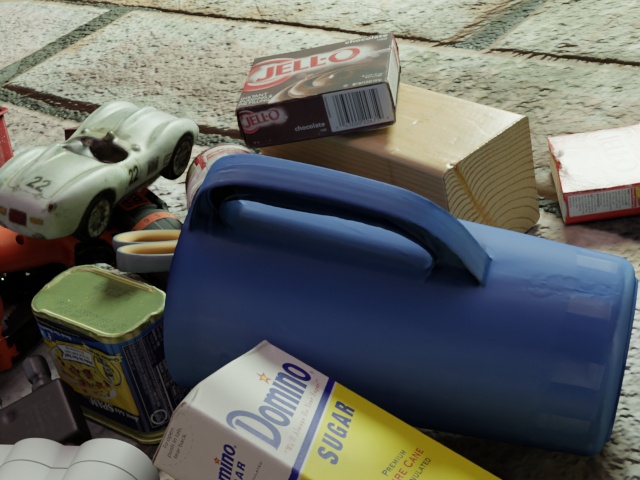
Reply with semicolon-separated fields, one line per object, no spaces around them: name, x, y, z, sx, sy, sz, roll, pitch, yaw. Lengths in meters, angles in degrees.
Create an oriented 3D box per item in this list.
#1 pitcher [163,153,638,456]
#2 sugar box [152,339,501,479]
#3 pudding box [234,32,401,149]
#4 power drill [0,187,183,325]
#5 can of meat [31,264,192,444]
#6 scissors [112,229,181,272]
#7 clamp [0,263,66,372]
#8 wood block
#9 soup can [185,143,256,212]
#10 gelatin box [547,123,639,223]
pitcher;0.043;0.035;0.585;0.243;0.145;0.149;10;8;14
sugar box;0.021;0.116;0.493;0.176;0.048;0.093;31;22;13
pudding box;0.000;-0.110;0.779;0.113;0.039;0.090;-7;33;12
power drill;-0.183;0.017;0.766;0.187;0.057;0.185;-19;39;-38
can of meat;-0.129;0.070;0.676;0.102;0.084;0.057;14;41;37
scissors;-0.055;0.001;0.740;0.201;0.016;0.096;-7;13;-36
clamp;-0.228;0.022;0.832;0.164;0.036;0.210;-11;34;-10
wood block;0.052;-0.059;0.803;0.090;0.091;0.206;-34;38;-28
soup can;-0.067;-0.032;0.803;0.068;0.068;0.102;-16;16;-4
gelatin box;0.210;-0.051;0.790;0.073;0.030;0.089;-8;33;9
